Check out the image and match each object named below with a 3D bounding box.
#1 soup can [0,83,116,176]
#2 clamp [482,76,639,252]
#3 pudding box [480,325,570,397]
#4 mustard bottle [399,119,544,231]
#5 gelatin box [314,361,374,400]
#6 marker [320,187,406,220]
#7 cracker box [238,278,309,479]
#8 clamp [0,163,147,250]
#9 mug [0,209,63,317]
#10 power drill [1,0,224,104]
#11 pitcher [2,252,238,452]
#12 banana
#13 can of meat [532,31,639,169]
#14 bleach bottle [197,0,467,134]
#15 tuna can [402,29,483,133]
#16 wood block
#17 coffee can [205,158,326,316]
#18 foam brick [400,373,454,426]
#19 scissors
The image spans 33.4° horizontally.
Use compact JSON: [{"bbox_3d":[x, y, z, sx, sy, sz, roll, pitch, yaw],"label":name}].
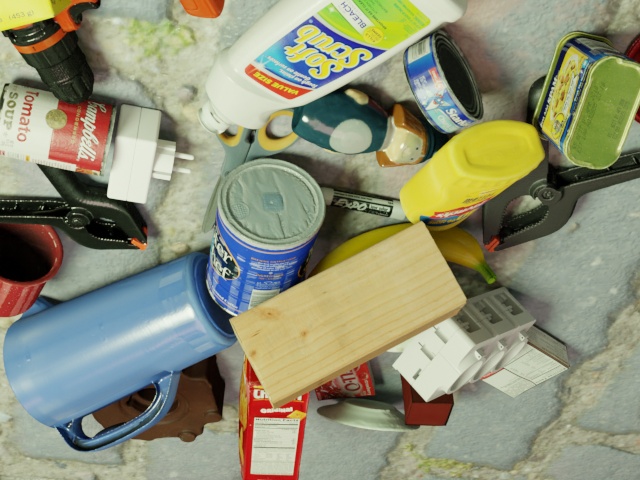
[{"bbox_3d":[-0.243,-0.102,0.979,0.102,0.068,0.069,11,137,-13],"label":"soup can"},{"bbox_3d":[0.235,-0.056,1.053,0.164,0.036,0.210,20,135,-11],"label":"clamp"},{"bbox_3d":[0.227,0.137,1.272,0.113,0.039,0.090,30,130,-32],"label":"pudding box"},{"bbox_3d":[0.128,-0.052,1.017,0.096,0.058,0.192,-15,169,-21],"label":"mustard bottle"},{"bbox_3d":[0.024,0.158,1.300,0.073,0.030,0.089,-7,138,7],"label":"gelatin box"},{"bbox_3d":[0.029,-0.040,1.086,0.121,0.020,0.020,10,137,-12],"label":"marker"},{"bbox_3d":[-0.054,0.153,1.194,0.072,0.164,0.214,1,138,-5],"label":"cracker box"},{"bbox_3d":[-0.244,-0.039,1.072,0.171,0.039,0.120,16,140,-27],"label":"clamp"},{"bbox_3d":[-0.333,0.020,1.109,0.117,0.093,0.082,41,136,1],"label":"mug"},{"bbox_3d":[-0.178,-0.200,0.877,0.188,0.057,0.184,-12,137,13],"label":"power drill"},{"bbox_3d":[-0.208,0.114,1.159,0.243,0.145,0.149,-23,120,19],"label":"pitcher"},{"bbox_3d":[0.082,0.014,1.110,0.198,0.069,0.037,-4,147,5],"label":"banana"},{"bbox_3d":[0.232,-0.121,0.924,0.057,0.084,0.102,10,111,-11],"label":"can of meat"},{"bbox_3d":[-0.004,-0.163,0.907,0.251,0.068,0.102,-34,124,30],"label":"bleach bottle"},{"bbox_3d":[0.107,-0.137,0.929,0.034,0.086,0.086,-24,133,26],"label":"tuna can"},{"bbox_3d":[0.026,0.074,1.032,0.206,0.090,0.091,-27,169,-7],"label":"wood block"},{"bbox_3d":[-0.057,0.001,1.057,0.102,0.103,0.140,6,145,-8],"label":"coffee can"},{"bbox_3d":[0.128,0.178,1.289,0.053,0.078,0.051,2,137,-6],"label":"foam brick"},{"bbox_3d":[-0.069,-0.073,1.051,0.096,0.016,0.202,3,138,-4],"label":"scissors"}]
